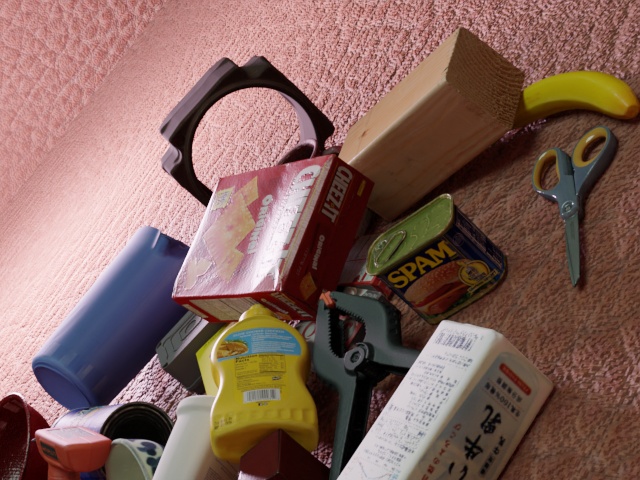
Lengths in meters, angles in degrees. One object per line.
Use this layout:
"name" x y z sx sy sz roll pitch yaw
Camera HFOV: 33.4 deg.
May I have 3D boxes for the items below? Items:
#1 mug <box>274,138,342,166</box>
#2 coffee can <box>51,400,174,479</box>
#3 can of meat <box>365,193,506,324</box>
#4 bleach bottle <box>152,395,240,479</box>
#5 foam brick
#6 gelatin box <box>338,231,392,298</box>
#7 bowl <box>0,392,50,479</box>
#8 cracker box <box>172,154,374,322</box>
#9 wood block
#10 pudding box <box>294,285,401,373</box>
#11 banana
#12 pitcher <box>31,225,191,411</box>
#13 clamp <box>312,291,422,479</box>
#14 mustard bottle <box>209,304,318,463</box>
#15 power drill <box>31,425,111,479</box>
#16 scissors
"mug" -0.002 -0.072 1.318 0.117 0.081 0.093 -37 25 26
"coffee can" -0.240 0.238 1.218 0.141 0.102 0.102 -17 38 51
"can of meat" 0.107 0.020 0.977 0.102 0.084 0.057 -34 26 29
"bleach bottle" -0.132 0.271 0.975 0.068 0.102 0.250 -9 41 35
"foam brick" -0.028 0.212 0.918 0.051 0.078 0.053 -36 26 23
"gelatin box" 0.055 0.028 1.126 0.089 0.030 0.073 -9 43 56
"bowl" -0.343 0.257 1.209 0.162 0.055 0.162 -31 49 44
"cracker box" -0.058 0.001 1.161 0.214 0.072 0.164 -7 56 51
"wood block" 0.111 -0.119 1.137 0.206 0.090 0.090 -39 24 47
"pudding box" 0.019 0.092 1.074 0.090 0.039 0.114 -55 24 -16
"banana" 0.243 -0.135 1.050 0.198 0.037 0.069 -9 64 58
"pitcher" -0.255 0.112 1.379 0.145 0.149 0.242 -6 37 46
"clamp" 0.037 0.122 0.957 0.164 0.036 0.210 -47 37 5
"mustard bottle" -0.056 0.125 1.011 0.096 0.058 0.191 -6 35 -2
"power drill" -0.250 0.293 1.094 0.185 0.057 0.188 4 93 55
"scissors" 0.234 -0.040 0.936 0.096 0.016 0.202 -40 24 18
